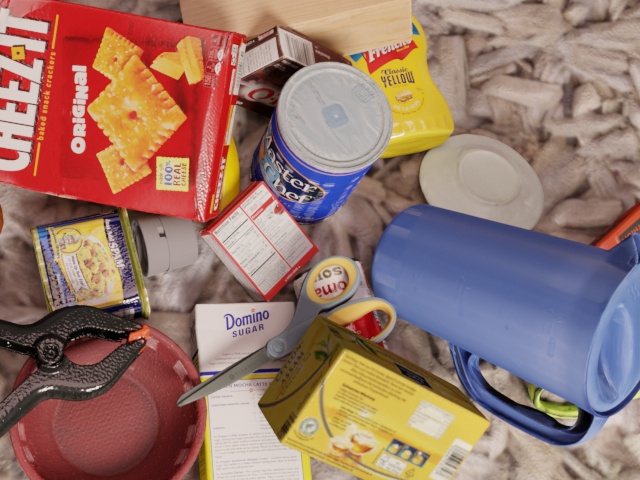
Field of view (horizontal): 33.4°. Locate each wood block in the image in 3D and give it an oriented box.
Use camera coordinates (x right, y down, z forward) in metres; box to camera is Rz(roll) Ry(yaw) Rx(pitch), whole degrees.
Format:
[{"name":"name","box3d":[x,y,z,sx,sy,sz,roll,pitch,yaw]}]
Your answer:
[{"name":"wood block","box3d":[-0.024,-0.222,1.010,0.206,0.090,0.091,-13,74,2]}]

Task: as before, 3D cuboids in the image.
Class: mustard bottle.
[{"name":"mustard bottle","box3d":[0.063,-0.181,1.069,0.096,0.058,0.191,-12,74,-12]}]

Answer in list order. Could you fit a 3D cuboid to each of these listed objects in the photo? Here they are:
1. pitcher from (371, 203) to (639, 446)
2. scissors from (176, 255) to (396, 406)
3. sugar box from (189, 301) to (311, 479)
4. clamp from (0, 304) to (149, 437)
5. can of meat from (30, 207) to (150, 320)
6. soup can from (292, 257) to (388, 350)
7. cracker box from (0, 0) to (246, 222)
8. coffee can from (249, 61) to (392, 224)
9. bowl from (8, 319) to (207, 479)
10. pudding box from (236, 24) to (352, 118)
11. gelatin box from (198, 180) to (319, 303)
[{"name":"pitcher","box3d":[0.162,0.059,0.923,0.243,0.145,0.149,21,60,40]},{"name":"scissors","box3d":[-0.035,0.072,0.914,0.201,0.016,0.096,-13,73,-11]},{"name":"sugar box","box3d":[-0.063,0.143,0.934,0.093,0.048,0.176,0,68,-16]},{"name":"clamp","box3d":[-0.220,0.105,0.849,0.171,0.039,0.120,-4,75,-16]},{"name":"can of meat","box3d":[-0.202,0.028,0.932,0.083,0.057,0.102,-13,74,-15]},{"name":"soup can","box3d":[0.019,0.074,0.965,0.068,0.069,0.102,-12,75,-18]},{"name":"cracker box","box3d":[-0.183,-0.116,0.919,0.214,0.072,0.164,11,98,4]},{"name":"coffee can","box3d":[-0.003,-0.085,0.974,0.102,0.140,0.103,4,71,-13]},{"name":"bowl","box3d":[-0.179,0.149,0.897,0.162,0.055,0.162,4,71,-13]},{"name":"pudding box","box3d":[-0.034,-0.151,0.991,0.113,0.090,0.039,18,58,-49]},{"name":"gelatin box","box3d":[-0.057,0.001,0.980,0.073,0.030,0.089,-46,105,-23]}]
